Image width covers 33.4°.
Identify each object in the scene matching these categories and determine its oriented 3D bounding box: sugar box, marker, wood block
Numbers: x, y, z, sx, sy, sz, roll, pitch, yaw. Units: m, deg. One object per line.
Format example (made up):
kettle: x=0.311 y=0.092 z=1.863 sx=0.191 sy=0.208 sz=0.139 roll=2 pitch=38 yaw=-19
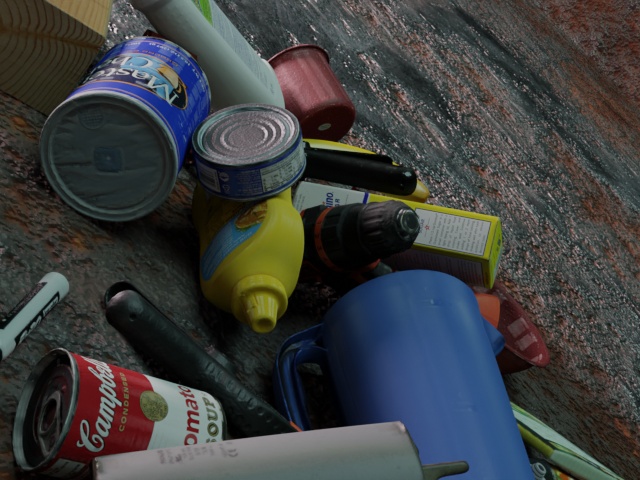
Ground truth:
sugar box: x=0.066 y=-0.005 z=0.925 sx=0.176 sy=0.048 sz=0.093 roll=14 pitch=-15 yaw=15
marker: x=-0.186 y=0.053 z=0.651 sx=0.020 sy=0.020 sz=0.121 roll=38 pitch=25 yaw=-6
wood block: x=-0.236 y=-0.208 z=0.921 sx=0.090 sy=0.090 sz=0.206 roll=30 pitch=27 yaw=-23

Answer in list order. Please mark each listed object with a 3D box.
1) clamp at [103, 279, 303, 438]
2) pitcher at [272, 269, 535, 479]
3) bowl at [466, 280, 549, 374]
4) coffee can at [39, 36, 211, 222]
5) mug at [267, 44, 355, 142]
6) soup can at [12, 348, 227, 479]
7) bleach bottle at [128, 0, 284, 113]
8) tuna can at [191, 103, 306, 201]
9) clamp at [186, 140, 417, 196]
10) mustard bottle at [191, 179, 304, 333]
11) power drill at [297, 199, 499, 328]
clamp: x=-0.081 y=0.084 z=0.706 sx=0.171 sy=0.039 sz=0.120 roll=46 pitch=-2 yaw=-18
pitcher: x=0.071 y=0.148 z=0.748 sx=0.144 sy=0.149 sz=0.243 roll=45 pitch=21 yaw=-41
bowl: x=0.144 y=0.075 z=1.021 sx=0.162 sy=0.055 sz=0.162 roll=38 pitch=19 yaw=-16
coffee can: x=-0.148 y=-0.090 z=0.837 sx=0.102 sy=0.103 sz=0.140 roll=35 pitch=25 yaw=-12
mug: x=-0.013 y=-0.142 z=1.144 sx=0.081 sy=0.093 sz=0.117 roll=60 pitch=-5 yaw=27
soup can: x=-0.113 y=0.107 z=0.607 sx=0.102 sy=0.069 sz=0.068 roll=23 pitch=30 yaw=-34
bleach bottle: x=-0.122 y=-0.203 z=0.987 sx=0.250 sy=0.068 sz=0.102 roll=51 pitch=14 yaw=-46
tuna can: x=-0.055 y=-0.069 z=0.815 sx=0.086 sy=0.034 sz=0.086 roll=-4 pitch=40 yaw=4
clamp: x=-0.017 y=-0.071 z=0.955 sx=0.209 sy=0.036 sz=0.165 roll=7 pitch=7 yaw=-12
mustard bottle: x=-0.055 y=0.001 z=0.825 sx=0.058 sy=0.096 sz=0.191 roll=33 pitch=25 yaw=-30
power drill: x=0.059 y=0.031 z=0.872 sx=0.187 sy=0.185 sz=0.057 roll=34 pitch=64 yaw=-29
